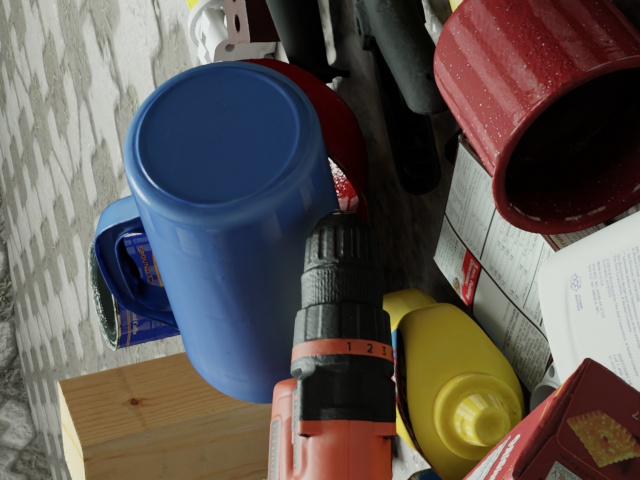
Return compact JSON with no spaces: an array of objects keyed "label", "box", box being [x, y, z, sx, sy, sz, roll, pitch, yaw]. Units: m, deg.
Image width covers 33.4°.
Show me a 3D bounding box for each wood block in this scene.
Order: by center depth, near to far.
[{"label":"wood block","box":[-0.105,0.153,0.895,0.091,0.205,0.090,-128,34,-49]}]

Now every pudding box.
[{"label":"pudding box","box":[0.104,0.009,0.539,0.114,0.039,0.090,56,150,40]}]

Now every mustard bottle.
[{"label":"mustard bottle","box":[0.067,0.081,0.574,0.192,0.058,0.096,-164,61,-83]}]

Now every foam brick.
[{"label":"foam brick","box":[-0.041,-0.183,0.779,0.053,0.051,0.078,-159,60,-65]}]

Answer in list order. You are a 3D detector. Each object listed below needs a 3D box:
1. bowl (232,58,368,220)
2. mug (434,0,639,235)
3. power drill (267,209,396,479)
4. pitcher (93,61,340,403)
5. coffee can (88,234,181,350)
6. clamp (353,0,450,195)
[{"label":"bowl","box":[-0.026,-0.074,0.728,0.162,0.055,0.162,29,161,11]},{"label":"mug","box":[0.104,-0.057,0.459,0.117,0.093,0.081,48,-166,-49]},{"label":"power drill","box":[0.003,0.095,0.601,0.188,0.057,0.184,104,169,-70]},{"label":"pitcher","box":[-0.054,0.001,0.668,0.145,0.149,0.243,47,165,25]},{"label":"coffee can","box":[-0.137,0.039,1.002,0.103,0.140,0.103,169,90,-68]},{"label":"clamp","box":[0.039,-0.117,0.571,0.120,0.039,0.171,119,136,-77]}]
